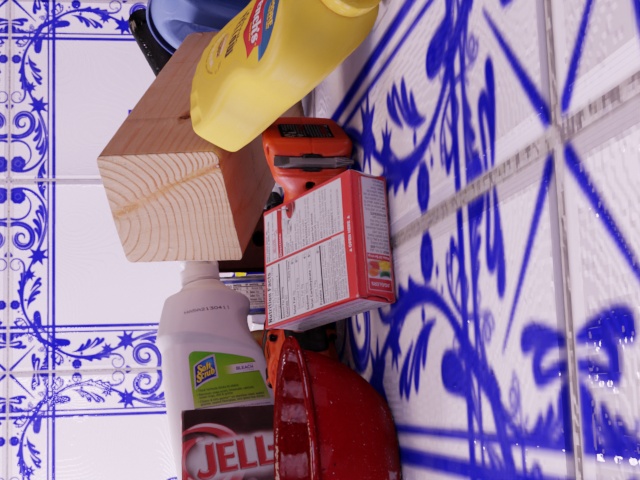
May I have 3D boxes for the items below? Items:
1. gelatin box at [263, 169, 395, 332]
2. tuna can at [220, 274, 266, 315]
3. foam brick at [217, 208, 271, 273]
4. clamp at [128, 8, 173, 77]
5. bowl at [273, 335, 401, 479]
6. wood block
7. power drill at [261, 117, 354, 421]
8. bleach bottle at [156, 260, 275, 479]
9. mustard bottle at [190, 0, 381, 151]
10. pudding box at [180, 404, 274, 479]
[{"bbox_3d":[0.003,0.009,0.610,0.089,0.030,0.073,-24,63,49],"label":"gelatin box"},{"bbox_3d":[-0.057,0.047,0.926,0.086,0.086,0.034,168,99,-81],"label":"tuna can"},{"bbox_3d":[-0.056,0.001,0.943,0.051,0.078,0.053,146,121,-79],"label":"foam brick"},{"bbox_3d":[-0.113,-0.112,0.976,0.164,0.036,0.210,5,-113,-75],"label":"clamp"},{"bbox_3d":[0.009,0.134,0.604,0.162,0.055,0.162,179,90,-81],"label":"bowl"},{"bbox_3d":[-0.083,-0.079,0.813,0.206,0.091,0.090,-70,-26,-53],"label":"wood block"},{"bbox_3d":[-0.013,0.011,0.745,0.184,0.057,0.188,-117,26,-74],"label":"power drill"},{"bbox_3d":[-0.062,0.132,0.793,0.068,0.102,0.251,133,128,-59],"label":"bleach bottle"},{"bbox_3d":[-0.016,-0.125,0.635,0.192,0.058,0.096,-27,39,59],"label":"mustard bottle"},{"bbox_3d":[-0.037,0.158,0.719,0.039,0.113,0.090,99,167,-58],"label":"pudding box"}]
